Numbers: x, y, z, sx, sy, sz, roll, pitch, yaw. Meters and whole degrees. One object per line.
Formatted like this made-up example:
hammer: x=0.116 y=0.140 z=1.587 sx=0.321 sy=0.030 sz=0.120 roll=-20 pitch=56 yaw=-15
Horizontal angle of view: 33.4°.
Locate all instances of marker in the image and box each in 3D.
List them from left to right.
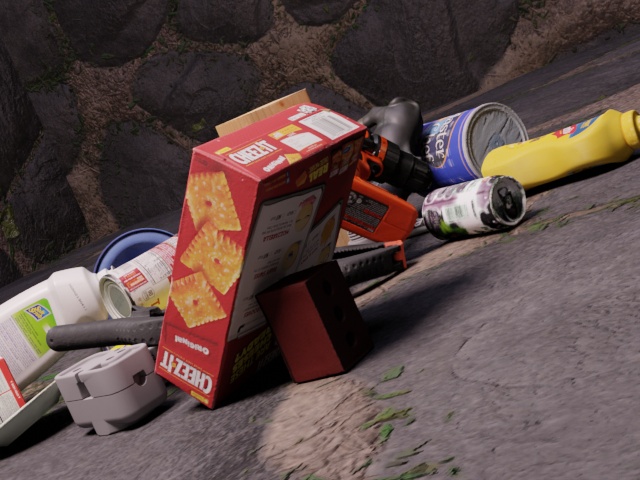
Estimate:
marker: x=0.111 y=-0.015 z=1.232 sx=0.121 sy=0.020 sz=0.020 roll=-17 pitch=10 yaw=38

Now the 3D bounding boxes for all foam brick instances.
foam brick: x=-0.004 y=0.062 z=0.829 sx=0.051 sy=0.078 sz=0.052 roll=-19 pitch=8 yaw=36

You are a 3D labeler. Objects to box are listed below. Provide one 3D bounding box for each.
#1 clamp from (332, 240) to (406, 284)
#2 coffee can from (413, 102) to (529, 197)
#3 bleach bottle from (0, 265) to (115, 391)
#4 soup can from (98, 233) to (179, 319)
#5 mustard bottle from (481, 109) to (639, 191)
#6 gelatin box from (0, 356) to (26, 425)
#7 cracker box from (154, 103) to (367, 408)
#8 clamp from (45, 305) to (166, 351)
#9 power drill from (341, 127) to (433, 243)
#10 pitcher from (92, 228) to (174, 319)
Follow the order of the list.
clamp: x=-0.019 y=0.035 z=1.068 sx=0.210 sy=0.036 sz=0.164 roll=-9 pitch=11 yaw=6
coffee can: x=0.182 y=-0.112 z=1.362 sx=0.102 sy=0.103 sz=0.141 roll=-28 pitch=9 yaw=-30
bleach bottle: x=-0.329 y=0.114 z=1.202 sx=0.251 sy=0.102 sz=0.068 roll=-32 pitch=11 yaw=-1
soup can: x=-0.178 y=0.044 z=1.146 sx=0.102 sy=0.068 sz=0.069 roll=-31 pitch=11 yaw=-34
mustard bottle: x=0.278 y=-0.099 z=1.169 sx=0.192 sy=0.058 sz=0.096 roll=-18 pitch=5 yaw=34
gelatin box: x=-0.361 y=0.174 z=1.125 sx=0.089 sy=0.073 sz=0.030 roll=-27 pitch=8 yaw=-19
cracker box: x=-0.051 y=0.007 z=0.881 sx=0.072 sy=0.214 sz=0.163 roll=27 pitch=32 yaw=21
clamp: x=-0.160 y=0.080 z=1.010 sx=0.172 sy=0.039 sz=0.120 roll=-3 pitch=12 yaw=30
power drill: x=0.053 y=-0.066 z=1.166 sx=0.057 sy=0.184 sz=0.187 roll=-62 pitch=18 yaw=24
pitcher: x=-0.244 y=0.055 z=1.378 sx=0.145 sy=0.149 sz=0.243 roll=-51 pitch=10 yaw=-11
